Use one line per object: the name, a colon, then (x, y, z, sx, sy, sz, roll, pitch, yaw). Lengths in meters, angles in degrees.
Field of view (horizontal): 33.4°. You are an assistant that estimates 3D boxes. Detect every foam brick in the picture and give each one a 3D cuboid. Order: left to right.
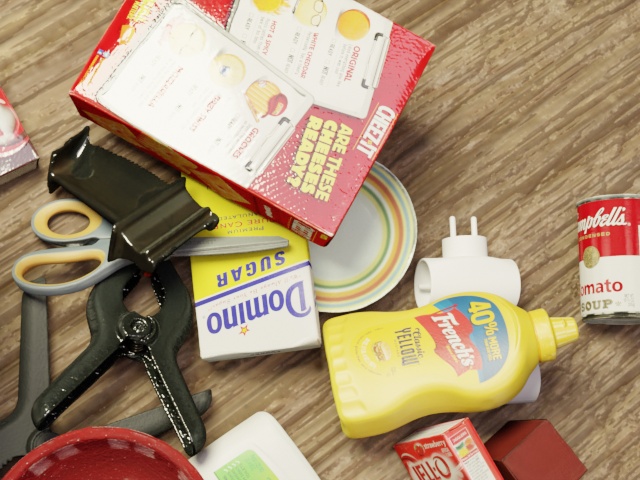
foam brick: (0.162, 0.176, 0.842, 0.051, 0.078, 0.053, -38, 90, -16)

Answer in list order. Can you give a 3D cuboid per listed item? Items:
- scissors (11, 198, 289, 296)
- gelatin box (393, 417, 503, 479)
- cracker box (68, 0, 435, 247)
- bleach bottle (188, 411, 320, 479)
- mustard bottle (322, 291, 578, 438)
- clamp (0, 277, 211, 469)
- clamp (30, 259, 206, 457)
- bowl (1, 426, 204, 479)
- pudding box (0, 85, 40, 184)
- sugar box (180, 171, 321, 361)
scissors: (-0.133, -0.007, 0.806, 0.201, 0.016, 0.096, -14, 51, -10)
gelatin box: (0.100, 0.179, 0.820, 0.030, 0.089, 0.073, -28, 87, -27)
cracker box: (-0.049, -0.117, 0.788, 0.213, 0.072, 0.164, 29, 81, 0)
bleach bottle: (-0.113, 0.236, 0.773, 0.250, 0.068, 0.102, -36, 88, -15)
mustard bottle: (0.102, 0.088, 0.820, 0.191, 0.058, 0.096, -12, 50, 2)
clamp: (-0.203, 0.141, 0.780, 0.164, 0.036, 0.209, 41, 69, -2)
clamp: (-0.126, 0.079, 0.779, 0.120, 0.039, 0.171, 23, 53, -10)
bowl: (-0.144, 0.209, 0.715, 0.162, 0.055, 0.162, 1, 72, -3)
pudding box: (-0.281, -0.074, 0.800, 0.113, 0.039, 0.090, -29, 88, -17)
sugar box: (-0.055, 0.001, 0.829, 0.093, 0.048, 0.176, -9, 79, 2)
